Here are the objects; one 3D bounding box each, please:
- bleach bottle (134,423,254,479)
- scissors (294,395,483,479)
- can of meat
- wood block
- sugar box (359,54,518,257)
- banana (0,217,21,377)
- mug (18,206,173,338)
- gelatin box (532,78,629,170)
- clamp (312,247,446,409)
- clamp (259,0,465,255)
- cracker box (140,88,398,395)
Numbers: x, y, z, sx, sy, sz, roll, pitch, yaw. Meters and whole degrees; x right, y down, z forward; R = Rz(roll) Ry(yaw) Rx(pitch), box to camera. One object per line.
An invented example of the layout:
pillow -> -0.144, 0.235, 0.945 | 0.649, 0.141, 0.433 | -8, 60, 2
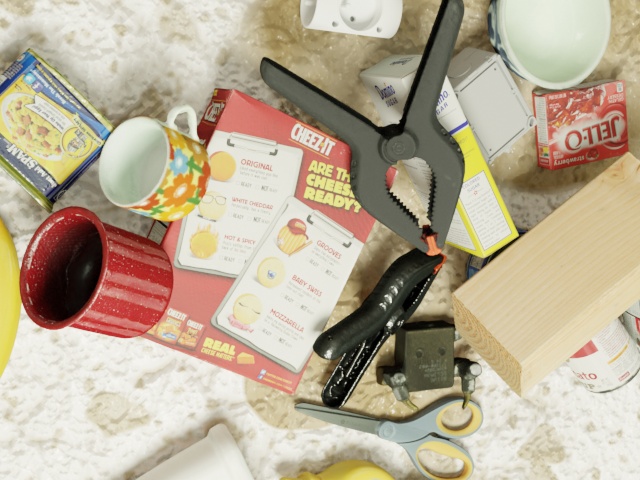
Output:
bleach bottle -> -0.171, 0.261, 0.918 | 0.250, 0.068, 0.102 | -27, 108, -11
scissors -> 0.077, 0.166, 1.013 | 0.201, 0.016, 0.096 | 35, 86, -22
can of meat -> -0.220, -0.087, 0.832 | 0.084, 0.057, 0.102 | -47, 113, -8
wood block -> 0.224, 0.031, 0.944 | 0.206, 0.091, 0.090 | -38, 153, -10
sugar box -> 0.103, -0.076, 0.931 | 0.048, 0.093, 0.176 | -30, 110, -13
banana -> -0.278, 0.074, 0.853 | 0.069, 0.037, 0.198 | 23, 92, -23
mug -> -0.173, 0.022, 0.817 | 0.093, 0.117, 0.081 | -53, 143, 11
gelatin box -> 0.248, -0.111, 1.011 | 0.089, 0.030, 0.073 | -12, 105, -17
clamp -> 0.051, 0.075, 0.955 | 0.039, 0.120, 0.171 | 39, 60, 18
clamp -> 0.050, -0.081, 0.857 | 0.164, 0.036, 0.210 | -12, 113, 4
cracker box -> -0.056, 0.001, 0.902 | 0.164, 0.072, 0.214 | 24, 91, -23
